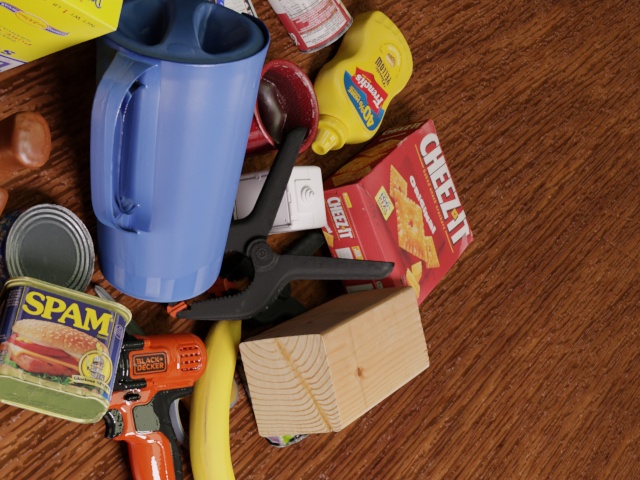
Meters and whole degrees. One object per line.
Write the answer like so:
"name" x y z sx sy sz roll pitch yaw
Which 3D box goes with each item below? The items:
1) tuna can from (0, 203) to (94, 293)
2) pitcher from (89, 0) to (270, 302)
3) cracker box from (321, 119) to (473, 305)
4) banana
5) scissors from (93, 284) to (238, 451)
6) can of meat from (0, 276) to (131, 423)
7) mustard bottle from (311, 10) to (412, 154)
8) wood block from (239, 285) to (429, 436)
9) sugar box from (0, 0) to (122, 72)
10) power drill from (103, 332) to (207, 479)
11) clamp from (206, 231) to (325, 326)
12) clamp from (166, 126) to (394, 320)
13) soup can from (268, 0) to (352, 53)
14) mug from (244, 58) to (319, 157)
"tuna can" -0.231 0.014 0.880 0.085 0.034 0.086 9 78 -48
"pitcher" -0.128 -0.067 0.867 0.149 0.145 0.243 -5 127 -23
"cracker box" 0.087 -0.024 1.200 0.213 0.072 0.164 -42 116 -52
"banana" -0.096 0.160 0.989 0.069 0.037 0.198 14 74 -70
"scissors" -0.134 0.106 0.991 0.096 0.016 0.201 -42 115 -44
"can of meat" -0.205 0.086 0.824 0.102 0.058 0.084 19 54 -19
"mustard bottle" 0.037 -0.165 1.192 0.096 0.058 0.191 57 47 -33
"wood block" 0.020 0.112 1.033 0.205 0.090 0.091 -19 98 -61
"sugar box" -0.237 -0.172 0.791 0.093 0.177 0.048 25 64 -43
"power drill" -0.174 0.173 0.900 0.184 0.057 0.187 -2 88 -38
"clamp" -0.044 0.057 1.083 0.171 0.039 0.120 -10 83 -48
"clamp" -0.057 0.001 0.996 0.210 0.036 0.164 -26 88 -6
"soup can" -0.020 -0.260 1.133 0.102 0.069 0.068 55 48 -28
"mug" -0.055 -0.131 1.064 0.117 0.082 0.093 -38 113 -44
